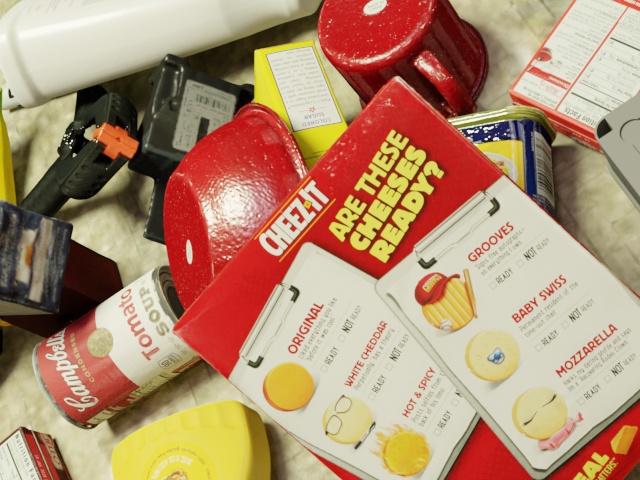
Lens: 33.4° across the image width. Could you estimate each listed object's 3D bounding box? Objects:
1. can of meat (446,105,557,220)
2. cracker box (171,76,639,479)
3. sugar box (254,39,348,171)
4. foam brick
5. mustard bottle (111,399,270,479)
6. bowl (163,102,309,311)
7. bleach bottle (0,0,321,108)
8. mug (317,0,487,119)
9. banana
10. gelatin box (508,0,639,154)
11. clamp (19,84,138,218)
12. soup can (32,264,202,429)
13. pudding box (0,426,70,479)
[{"bbox_3d":[0.088,-0.024,0.629,0.102,0.057,0.084,-9,66,26],"label":"can of meat"},{"bbox_3d":[0.061,0.050,0.537,0.213,0.072,0.164,42,92,-3],"label":"cracker box"},{"bbox_3d":[0.000,-0.027,0.654,0.048,0.093,0.176,-11,57,-10],"label":"sugar box"},{"bbox_3d":[-0.180,0.034,0.739,0.053,0.078,0.051,-32,57,15],"label":"foam brick"},{"bbox_3d":[-0.063,0.195,0.613,0.096,0.058,0.191,-23,59,13],"label":"mustard bottle"},{"bbox_3d":[-0.054,0.001,0.637,0.055,0.162,0.162,-10,54,-23],"label":"bowl"},{"bbox_3d":[-0.100,-0.164,0.767,0.251,0.068,0.102,-11,30,12],"label":"bleach bottle"},{"bbox_3d":[0.056,-0.117,0.673,0.093,0.081,0.117,-41,55,7],"label":"mug"},{"bbox_3d":[-0.249,-0.018,0.811,0.037,0.070,0.198,-7,67,-14],"label":"banana"},{"bbox_3d":[0.168,-0.102,0.637,0.073,0.030,0.089,34,87,34],"label":"gelatin box"},{"bbox_3d":[-0.173,-0.057,0.765,0.120,0.039,0.172,-68,22,0],"label":"clamp"},{"bbox_3d":[-0.127,0.070,0.699,0.102,0.068,0.068,-33,57,12],"label":"soup can"},{"bbox_3d":[-0.214,0.193,0.710,0.113,0.039,0.090,-38,55,6],"label":"pudding box"}]
